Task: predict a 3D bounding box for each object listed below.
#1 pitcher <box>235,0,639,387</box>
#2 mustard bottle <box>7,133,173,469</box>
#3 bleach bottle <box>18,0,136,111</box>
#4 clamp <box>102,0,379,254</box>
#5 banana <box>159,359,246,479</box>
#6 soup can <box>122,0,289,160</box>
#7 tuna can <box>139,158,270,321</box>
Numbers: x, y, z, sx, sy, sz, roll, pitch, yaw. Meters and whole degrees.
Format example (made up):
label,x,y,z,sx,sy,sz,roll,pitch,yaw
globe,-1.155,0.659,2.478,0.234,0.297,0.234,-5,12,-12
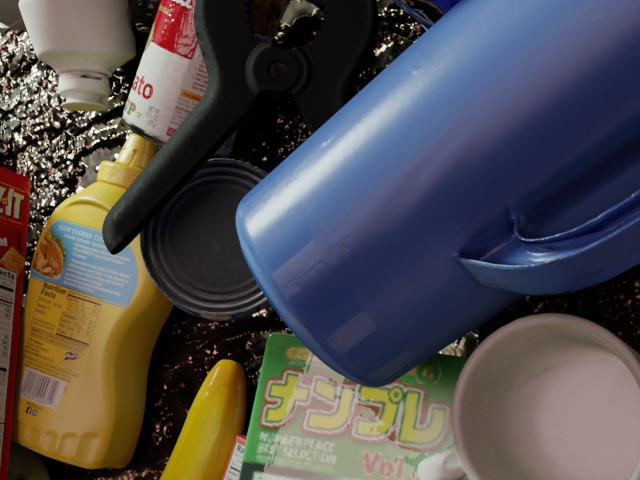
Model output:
label,x,y,z,sx,sy,sz,roll,pitch,yaw
pitcher,0.086,-0.040,0.449,0.243,0.149,0.145,-38,77,13
mustard bottle,-0.131,0.030,0.632,0.096,0.058,0.191,14,88,32
bleach bottle,-0.142,-0.207,0.677,0.068,0.102,0.251,-4,84,40
clamp,-0.031,-0.080,0.548,0.164,0.036,0.210,-1,91,-1
banana,-0.096,0.156,0.596,0.198,0.037,0.070,-49,61,14
soup can,-0.065,-0.104,0.606,0.069,0.068,0.102,31,106,32
tuna can,-0.054,0.001,0.583,0.086,0.034,0.086,0,79,-2
